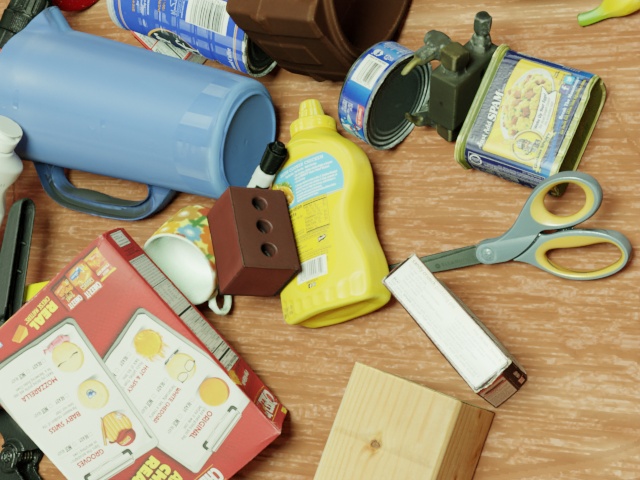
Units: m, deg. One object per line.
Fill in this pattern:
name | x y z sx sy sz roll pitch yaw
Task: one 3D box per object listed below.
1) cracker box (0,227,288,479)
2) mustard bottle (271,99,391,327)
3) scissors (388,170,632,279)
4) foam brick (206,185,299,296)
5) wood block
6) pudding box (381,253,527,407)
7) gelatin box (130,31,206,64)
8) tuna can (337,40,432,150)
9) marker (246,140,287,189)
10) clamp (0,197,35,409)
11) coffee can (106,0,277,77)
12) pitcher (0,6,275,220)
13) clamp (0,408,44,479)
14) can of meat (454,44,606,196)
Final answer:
cracker box | -0.157 0.121 0.878 0.164 0.072 0.213 -42 92 11
mustard bottle | 0.002 -0.029 0.894 0.096 0.058 0.191 -23 66 39
scissors | 0.137 -0.009 0.828 0.202 0.016 0.096 3 116 25
foam brick | -0.056 0.001 0.875 0.051 0.052 0.078 -50 45 48
wood block | 0.045 0.207 0.796 0.091 0.090 0.206 18 85 29
pudding box | 0.102 0.069 0.804 0.039 0.090 0.114 -44 66 4
gelatin box | -0.128 -0.206 1.020 0.089 0.030 0.073 -48 64 6
tuna can | 0.053 -0.120 0.881 0.034 0.086 0.086 33 91 29
marker | -0.058 -0.037 0.915 0.020 0.020 0.121 52 131 26
clamp | -0.268 0.086 0.951 0.165 0.036 0.210 33 90 25
coffee can | -0.101 -0.214 0.938 0.140 0.102 0.103 22 86 16
pitcher | -0.167 -0.103 0.966 0.243 0.149 0.145 16 68 24
clamp | -0.266 0.190 0.973 0.172 0.039 0.120 26 87 28
can of meat | 0.166 -0.093 0.838 0.084 0.057 0.102 22 87 26
